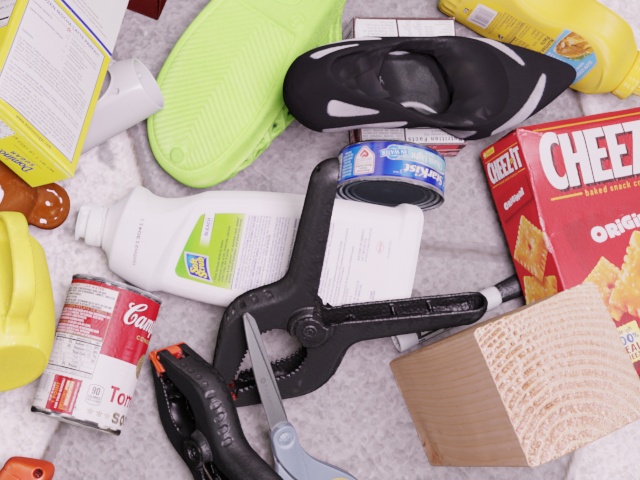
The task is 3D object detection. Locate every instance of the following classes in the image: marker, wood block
[{"bbox_3d":[0.112,0.056,0.846,0.121,0.020,0.020,-23,83,-14],"label":"marker"},{"bbox_3d":[0.128,0.100,0.743,0.090,0.206,0.091,-21,83,-14],"label":"wood block"}]

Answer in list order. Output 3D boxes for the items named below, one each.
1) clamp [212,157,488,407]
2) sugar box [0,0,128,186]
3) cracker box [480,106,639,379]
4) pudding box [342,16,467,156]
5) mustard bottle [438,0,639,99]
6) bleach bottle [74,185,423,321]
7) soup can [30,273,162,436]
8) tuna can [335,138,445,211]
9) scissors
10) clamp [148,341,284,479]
[{"bbox_3d":[-0.010,0.046,0.757,0.210,0.036,0.164,-33,113,18],"label":"clamp"},{"bbox_3d":[-0.195,-0.136,0.753,0.048,0.093,0.176,-12,51,26],"label":"sugar box"},{"bbox_3d":[0.239,0.007,0.844,0.164,0.072,0.214,-11,81,-21],"label":"cracker box"},{"bbox_3d":[0.068,-0.124,0.867,0.090,0.039,0.113,-1,81,-11],"label":"pudding box"},{"bbox_3d":[0.194,-0.170,0.869,0.191,0.096,0.058,31,74,-2],"label":"mustard bottle"},{"bbox_3d":[-0.055,0.001,0.804,0.250,0.068,0.102,11,87,-6],"label":"bleach bottle"},{"bbox_3d":[-0.161,0.082,0.766,0.068,0.068,0.102,17,76,-6],"label":"soup can"},{"bbox_3d":[0.054,-0.049,0.824,0.086,0.086,0.034,8,75,-9],"label":"tuna can"},{"bbox_3d":[-0.009,0.145,0.773,0.096,0.016,0.202,-5,101,-23],"label":"scissors"},{"bbox_3d":[-0.068,0.146,0.750,0.039,0.120,0.171,-16,78,-45],"label":"clamp"}]
